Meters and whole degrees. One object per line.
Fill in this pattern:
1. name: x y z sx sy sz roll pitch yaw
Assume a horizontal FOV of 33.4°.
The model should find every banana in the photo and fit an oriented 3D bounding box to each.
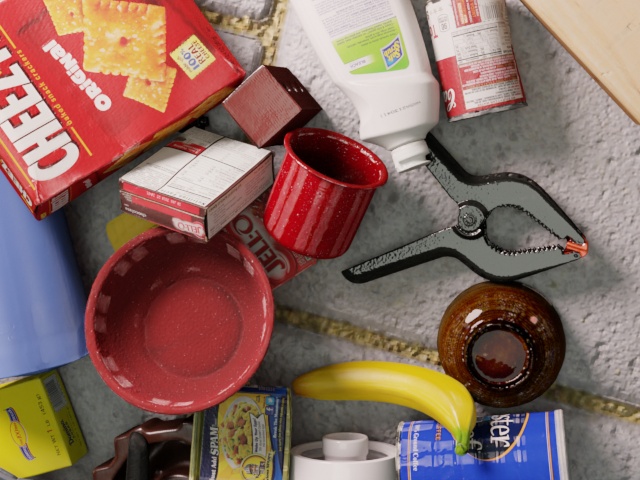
1. banana: 0.064 0.132 0.929 0.198 0.069 0.037 11 116 43

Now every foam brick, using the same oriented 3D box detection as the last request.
1. foam brick: -0.041 -0.116 0.926 0.051 0.078 0.053 -40 88 15

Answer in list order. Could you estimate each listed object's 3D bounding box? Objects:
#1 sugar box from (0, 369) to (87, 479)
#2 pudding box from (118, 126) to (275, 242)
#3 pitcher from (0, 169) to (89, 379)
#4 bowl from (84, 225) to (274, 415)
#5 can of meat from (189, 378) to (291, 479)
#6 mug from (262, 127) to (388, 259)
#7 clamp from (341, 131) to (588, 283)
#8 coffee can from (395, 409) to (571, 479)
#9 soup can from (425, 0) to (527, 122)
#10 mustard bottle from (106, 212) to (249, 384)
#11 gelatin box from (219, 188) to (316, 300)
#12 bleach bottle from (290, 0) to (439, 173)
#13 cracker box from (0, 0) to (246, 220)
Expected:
1. sugar box: -0.326 0.193 1.044 0.176 0.048 0.093 -18 94 12
2. pudding box: -0.104 -0.051 0.916 0.090 0.113 0.039 20 130 22
3. pitcher: -0.299 0.006 0.973 0.145 0.148 0.243 -10 92 49
4. bowl: -0.114 0.069 0.903 0.162 0.055 0.162 -2 74 8
5. can of meat: -0.070 0.174 0.934 0.084 0.057 0.102 5 79 -7
6. mug: -0.004 -0.045 0.918 0.093 0.117 0.082 6 124 -27
7. clamp: 0.123 -0.011 0.925 0.210 0.036 0.165 22 103 13
8. coffee can: 0.142 0.201 0.914 0.140 0.102 0.103 -6 96 13
9. soup can: 0.130 -0.155 0.890 0.068 0.068 0.102 -11 94 13
10. mustard bottle: -0.113 0.050 0.973 0.096 0.058 0.191 -25 92 8
11. gelatin box: -0.056 0.001 0.947 0.089 0.073 0.030 58 146 1
12. bleach bottle: 0.030 -0.176 0.896 0.103 0.068 0.251 -20 87 12
13. cracker box: -0.198 -0.145 0.913 0.213 0.072 0.164 -35 89 -17
